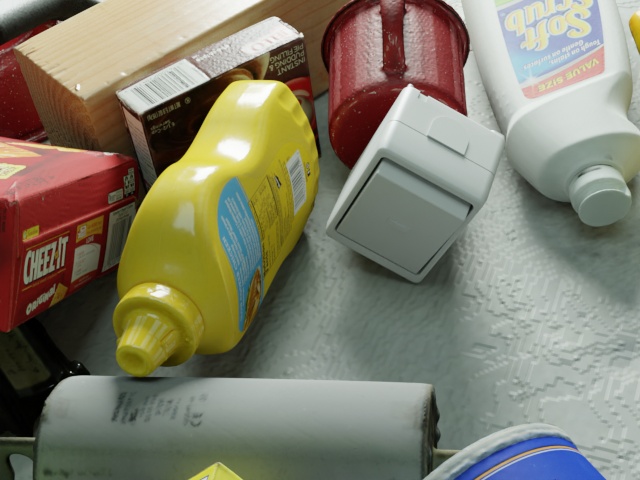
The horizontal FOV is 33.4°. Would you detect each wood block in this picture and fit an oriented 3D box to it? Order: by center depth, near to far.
[{"bbox_3d":[-0.077,-0.120,0.692,0.205,0.090,0.091,-34,48,-23],"label":"wood block"}]

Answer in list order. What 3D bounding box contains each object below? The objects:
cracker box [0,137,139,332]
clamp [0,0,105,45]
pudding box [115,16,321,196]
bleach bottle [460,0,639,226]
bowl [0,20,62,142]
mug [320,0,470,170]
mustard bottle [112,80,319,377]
[{"bbox_3d":[-0.222,-0.021,0.560,0.214,0.072,0.164,10,13,9],"label":"cracker box"},{"bbox_3d":[-0.194,-0.185,0.734,0.165,0.036,0.209,47,31,20],"label":"clamp"},{"bbox_3d":[-0.057,-0.070,0.636,0.113,0.090,0.039,-28,45,-19],"label":"pudding box"},{"bbox_3d":[0.151,-0.109,0.662,0.102,0.068,0.251,-9,47,2],"label":"bleach bottle"},{"bbox_3d":[-0.234,-0.129,0.753,0.162,0.055,0.162,-5,45,5],"label":"bowl"},{"bbox_3d":[0.045,-0.097,0.632,0.093,0.117,0.081,-1,50,3],"label":"mug"},{"bbox_3d":[-0.054,0.001,0.539,0.058,0.096,0.191,4,35,17],"label":"mustard bottle"}]
